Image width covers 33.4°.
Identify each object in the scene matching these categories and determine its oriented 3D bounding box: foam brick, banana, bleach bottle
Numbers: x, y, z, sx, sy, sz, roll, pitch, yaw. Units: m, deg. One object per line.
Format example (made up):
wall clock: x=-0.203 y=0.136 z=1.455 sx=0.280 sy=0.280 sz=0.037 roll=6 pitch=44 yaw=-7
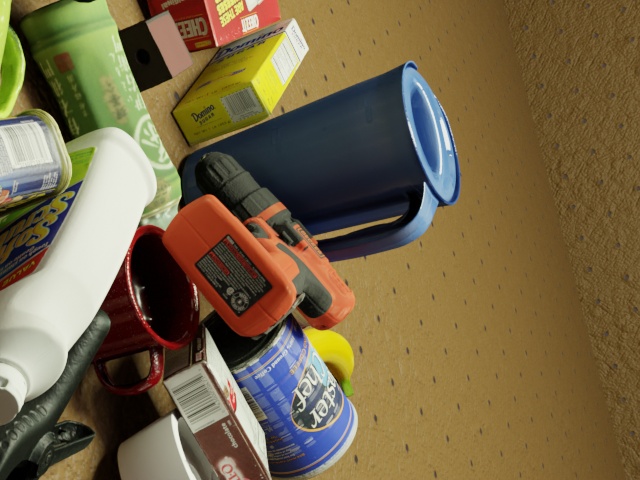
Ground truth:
foam brick: x=-0.158 y=-0.153 z=0.903 sx=0.053 sy=0.078 sz=0.051 roll=64 pitch=24 yaw=-16
banana: x=-0.003 y=0.125 z=1.121 sx=0.197 sy=0.037 sz=0.069 roll=21 pitch=54 yaw=-63
bleach bottle: x=-0.168 y=0.020 z=0.669 sx=0.251 sy=0.103 sz=0.068 roll=-92 pitch=156 yaw=-59

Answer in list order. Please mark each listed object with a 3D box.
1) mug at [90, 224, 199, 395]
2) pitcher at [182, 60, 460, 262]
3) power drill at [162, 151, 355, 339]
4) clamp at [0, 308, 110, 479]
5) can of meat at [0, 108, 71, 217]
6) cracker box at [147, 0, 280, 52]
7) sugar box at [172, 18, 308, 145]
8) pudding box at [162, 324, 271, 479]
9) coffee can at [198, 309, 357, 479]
mug: x=-0.145 y=0.055 z=0.779 sx=0.093 sy=0.082 sz=0.117 roll=16 pitch=60 yaw=-64
pitcher: x=-0.002 y=-0.057 z=0.980 sx=0.145 sy=0.243 sz=0.149 roll=70 pitch=23 yaw=-8
power drill: x=-0.056 y=0.001 z=0.841 sx=0.184 sy=0.057 sz=0.187 roll=47 pitch=13 yaw=6
clamp: x=-0.183 y=0.132 z=0.667 sx=0.171 sy=0.039 sz=0.120 roll=-55 pitch=157 yaw=-45
can of meat: x=-0.219 y=-0.039 z=0.649 sx=0.083 sy=0.102 sz=0.057 roll=-25 pitch=96 yaw=-65
cracker box: x=-0.123 y=-0.305 z=1.058 sx=0.164 sy=0.072 sz=0.214 roll=-44 pitch=124 yaw=-60
sugar box: x=-0.077 y=-0.164 z=1.079 sx=0.048 sy=0.093 sz=0.176 roll=62 pitch=24 yaw=-26
pudding box: x=-0.079 y=0.131 z=0.821 sx=0.090 sy=0.039 sz=0.113 roll=-119 pitch=-177 yaw=-75
coffee can: x=-0.042 y=0.130 z=0.940 sx=0.140 sy=0.103 sz=0.102 roll=59 pitch=26 yaw=-30
